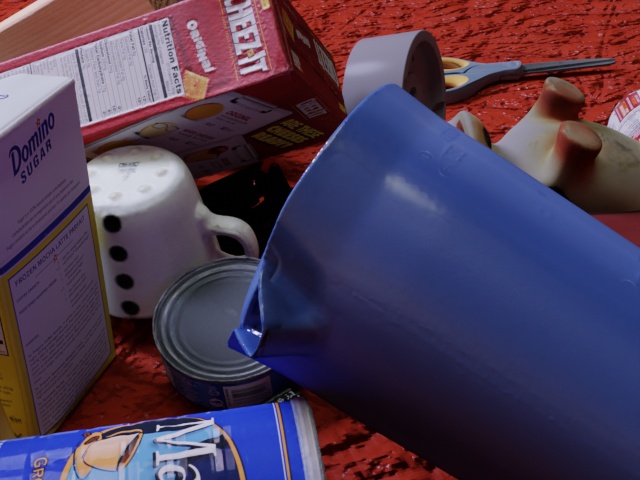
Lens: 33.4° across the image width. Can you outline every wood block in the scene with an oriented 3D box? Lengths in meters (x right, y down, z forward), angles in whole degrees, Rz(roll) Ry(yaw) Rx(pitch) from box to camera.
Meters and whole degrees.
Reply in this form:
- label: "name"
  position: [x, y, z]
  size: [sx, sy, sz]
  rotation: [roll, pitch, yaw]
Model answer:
- label: "wood block"
  position: [-0.194, -0.157, 0.858]
  size: [0.206, 0.091, 0.090]
  rotation: [-21, 23, 28]

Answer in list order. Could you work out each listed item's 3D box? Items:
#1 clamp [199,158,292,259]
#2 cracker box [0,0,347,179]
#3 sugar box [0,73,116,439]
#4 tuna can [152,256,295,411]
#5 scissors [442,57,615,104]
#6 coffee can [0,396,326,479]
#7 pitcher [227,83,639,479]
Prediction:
- label: "clamp"
  position: [-0.055, 0.001, 0.703]
  size: [0.120, 0.039, 0.171]
  rotation: [18, 42, 22]
- label: "cracker box"
  position: [-0.104, -0.087, 0.692]
  size: [0.214, 0.072, 0.164]
  rotation: [-16, -10, 11]
- label: "sugar box"
  position: [-0.155, 0.012, 0.553]
  size: [0.048, 0.176, 0.093]
  rotation: [6, 31, 17]
- label: "tuna can"
  position: [-0.048, 0.052, 0.590]
  size: [0.086, 0.034, 0.086]
  rotation: [-3, 48, 3]
- label: "scissors"
  position: [0.163, -0.145, 0.955]
  size: [0.202, 0.016, 0.096]
  rotation: [2, 32, 11]
- label: "coffee can"
  position: [-0.068, 0.122, 0.423]
  size: [0.140, 0.103, 0.103]
  rotation: [-7, 30, -5]
- label: "pitcher"
  position: [0.097, 0.045, 0.447]
  size: [0.243, 0.145, 0.149]
  rotation: [32, 83, 10]
